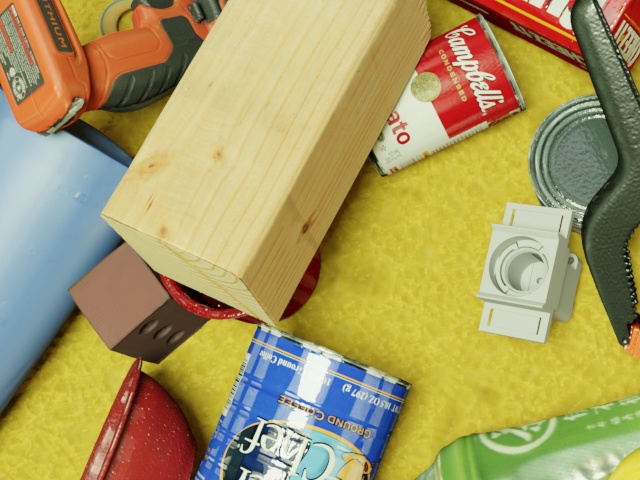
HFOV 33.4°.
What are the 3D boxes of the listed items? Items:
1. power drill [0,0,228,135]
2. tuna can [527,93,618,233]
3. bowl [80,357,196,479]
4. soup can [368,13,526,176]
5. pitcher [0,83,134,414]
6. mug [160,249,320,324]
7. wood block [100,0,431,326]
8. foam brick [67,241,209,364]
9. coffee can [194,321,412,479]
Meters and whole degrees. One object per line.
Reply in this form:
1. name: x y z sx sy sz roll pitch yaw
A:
1. power drill: -0.120 -0.147 0.673 0.057 0.187 0.184 -29 82 46
2. tuna can: 0.174 -0.046 0.666 0.086 0.033 0.086 -3 78 15
3. bowl: -0.119 0.157 0.658 0.055 0.162 0.162 23 85 -10
4. soup can: 0.071 -0.092 0.686 0.102 0.068 0.068 -26 73 9
5. pitcher: -0.230 0.018 0.709 0.149 0.145 0.243 33 91 16
6. mug: -0.055 0.001 0.693 0.093 0.081 0.117 -38 72 5
7. wood block: -0.023 -0.070 0.612 0.090 0.091 0.206 23 75 19
8. foam brick: -0.117 0.042 0.704 0.053 0.078 0.051 -40 70 4
9. coffee can: -0.017 0.133 0.644 0.103 0.102 0.140 20 84 18
